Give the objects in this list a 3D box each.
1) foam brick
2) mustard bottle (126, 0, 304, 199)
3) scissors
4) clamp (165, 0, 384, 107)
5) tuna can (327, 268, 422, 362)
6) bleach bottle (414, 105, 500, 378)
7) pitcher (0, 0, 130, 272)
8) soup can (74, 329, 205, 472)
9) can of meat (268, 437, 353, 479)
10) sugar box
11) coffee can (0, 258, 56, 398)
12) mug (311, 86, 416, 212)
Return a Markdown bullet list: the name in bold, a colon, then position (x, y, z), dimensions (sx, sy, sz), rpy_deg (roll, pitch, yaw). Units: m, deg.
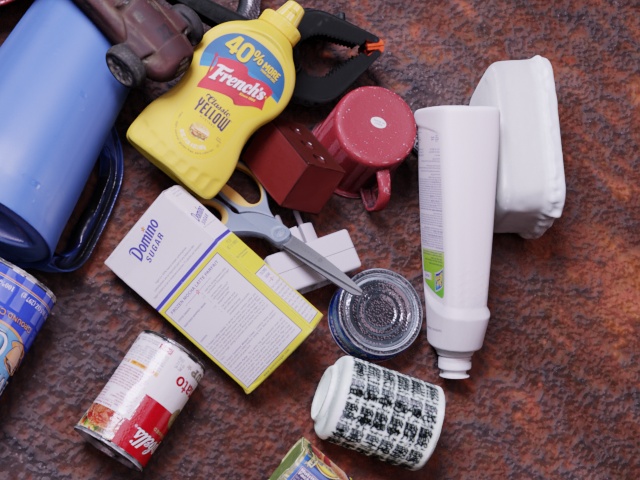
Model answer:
- **foam brick**: position (-0.025, -0.070, 0.986), dimensions (0.052, 0.051, 0.078), rpy_deg (11, 32, -48)
- **mustard bottle**: position (-0.079, -0.136, 0.952), dimensions (0.096, 0.058, 0.191), rpy_deg (39, 82, -11)
- **scissors**: position (-0.056, 0.001, 0.959), dimensions (0.096, 0.016, 0.202), rpy_deg (-30, 58, -13)
- **clamp**: position (-0.039, -0.158, 1.013), dimensions (0.209, 0.036, 0.164), rpy_deg (-5, 95, -19)
- **tuna can**: position (0.052, 0.070, 1.002), dimensions (0.086, 0.034, 0.086), rpy_deg (4, 74, -14)
- **bleach bottle**: position (0.126, 0.002, 1.001), dimensions (0.068, 0.103, 0.251), rpy_deg (0, 94, -11)
- **pitcher**: position (-0.236, -0.100, 0.926), dimensions (0.145, 0.149, 0.242), rpy_deg (22, 62, 1)
- **soup can**: position (-0.153, 0.136, 0.910), dimensions (0.068, 0.069, 0.102), rpy_deg (34, 68, -4)
- **can of meat**: position (0.000, 0.218, 0.910), dimensions (0.084, 0.102, 0.057), rpy_deg (40, 87, 1)
- **sugar box**: position (-0.094, 0.043, 0.942), dimensions (0.176, 0.048, 0.093), rpy_deg (44, 110, 2)
- **coffee can**: position (-0.294, 0.086, 0.867), dimensions (0.102, 0.103, 0.140), rpy_deg (28, 69, -6)
- **mug**: position (0.044, -0.085, 1.018), dimensions (0.093, 0.082, 0.117), rpy_deg (-6, 76, -17)
